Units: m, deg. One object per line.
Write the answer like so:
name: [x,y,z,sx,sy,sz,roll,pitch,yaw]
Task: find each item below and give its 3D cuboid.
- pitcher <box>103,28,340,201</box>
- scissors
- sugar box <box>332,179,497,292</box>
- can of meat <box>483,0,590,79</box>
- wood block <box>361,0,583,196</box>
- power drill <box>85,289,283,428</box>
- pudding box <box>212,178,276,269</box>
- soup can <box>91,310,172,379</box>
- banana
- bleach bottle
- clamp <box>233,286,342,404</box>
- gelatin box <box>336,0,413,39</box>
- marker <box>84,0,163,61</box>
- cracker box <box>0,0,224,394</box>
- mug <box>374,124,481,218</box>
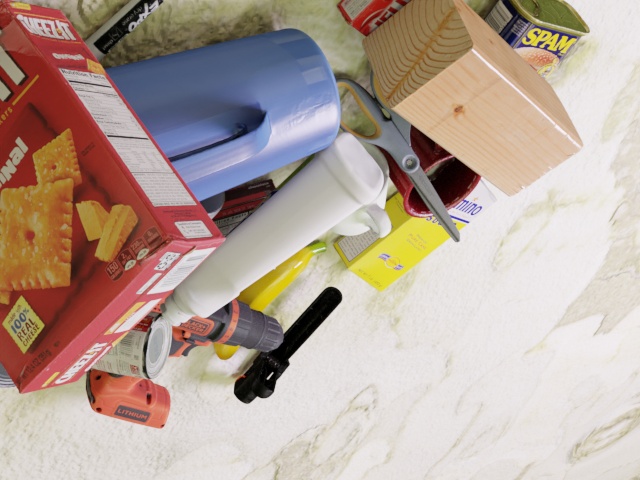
pitcher: [-0.103,-0.090,0.862,0.242,0.149,0.145,-21,159,-24]
scissors: [0.092,-0.095,1.025,0.201,0.016,0.096,40,96,-15]
sugar box: [0.110,-0.020,1.221,0.176,0.048,0.093,-37,147,13]
can of meat: [0.198,-0.196,1.045,0.101,0.057,0.084,3,138,-40]
wood block: [0.143,-0.132,0.971,0.091,0.090,0.205,-35,141,23]
power drill: [-0.156,0.126,1.169,0.184,0.057,0.188,23,120,-31]
pudding box: [-0.087,-0.005,1.092,0.090,0.039,0.113,-15,142,-18]
soup can: [-0.207,0.096,1.060,0.102,0.068,0.068,9,148,13]
banana: [-0.071,0.072,1.209,0.069,0.037,0.198,17,125,-46]
bleach bottle: [-0.057,0.001,1.005,0.251,0.068,0.102,-38,-175,18]
clamp: [-0.061,0.150,1.260,0.164,0.036,0.210,-51,-177,-39]
gelatin box: [0.070,-0.213,0.942,0.089,0.030,0.073,-43,145,18]
marker: [-0.141,-0.181,0.829,0.121,0.020,0.020,-39,147,13]
cracker box: [-0.192,-0.030,0.731,0.164,0.214,0.072,-42,165,21]
mug: [0.107,-0.091,1.090,0.093,0.081,0.117,-22,147,-13]
